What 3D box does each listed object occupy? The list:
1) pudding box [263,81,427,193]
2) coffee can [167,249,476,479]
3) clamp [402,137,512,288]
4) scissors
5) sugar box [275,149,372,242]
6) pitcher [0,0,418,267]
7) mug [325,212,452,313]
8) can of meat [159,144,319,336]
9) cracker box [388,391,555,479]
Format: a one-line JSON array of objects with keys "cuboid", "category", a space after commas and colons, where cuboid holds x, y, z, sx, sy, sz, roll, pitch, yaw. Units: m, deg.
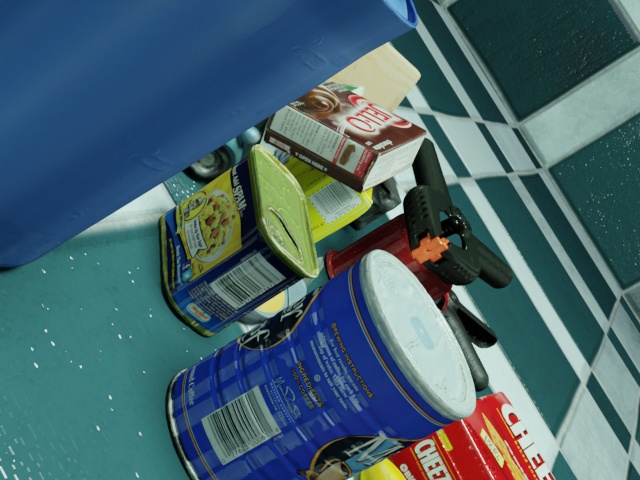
[{"cuboid": [0.020, -0.081, 0.809, 0.090, 0.039, 0.113, 29, 26, 15], "category": "pudding box"}, {"cuboid": [0.001, 0.084, 0.597, 0.102, 0.140, 0.103, 48, 20, -25], "category": "coffee can"}, {"cuboid": [0.107, -0.019, 0.943, 0.164, 0.036, 0.209, 59, 19, 6], "category": "clamp"}, {"cuboid": [-0.014, 0.054, 0.810, 0.096, 0.016, 0.201, 63, 19, 11], "category": "scissors"}, {"cuboid": [-0.001, -0.055, 0.902, 0.048, 0.093, 0.176, 53, 18, -20], "category": "sugar box"}, {"cuboid": [-0.080, -0.088, 0.508, 0.149, 0.243, 0.145, 50, 20, -21], "category": "pitcher"}, {"cuboid": [0.071, 0.036, 0.954, 0.117, 0.082, 0.093, 46, 21, -30], "category": "mug"}, {"cuboid": [-0.054, 0.001, 0.684, 0.057, 0.084, 0.102, 43, 23, -37], "category": "can of meat"}, {"cuboid": [0.143, 0.211, 0.852, 0.164, 0.072, 0.213, 62, 15, 12], "category": "cracker box"}]
